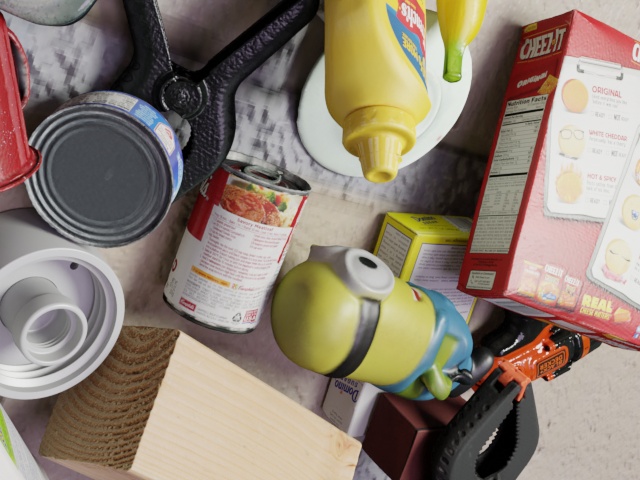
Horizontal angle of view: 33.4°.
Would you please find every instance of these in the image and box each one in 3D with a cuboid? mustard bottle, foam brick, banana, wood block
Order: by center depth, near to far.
[{"bbox_3d":[0.033,-0.121,0.617,0.096,0.058,0.191,51,35,-59],"label":"mustard bottle"},{"bbox_3d":[0.082,-0.195,0.637,0.037,0.069,0.198,-5,129,8],"label":"banana"},{"bbox_3d":[-0.073,0.139,0.718,0.205,0.090,0.090,39,59,-44],"label":"wood block"},{"bbox_3d":[0.081,0.151,0.829,0.078,0.051,0.053,2,116,-38],"label":"foam brick"}]

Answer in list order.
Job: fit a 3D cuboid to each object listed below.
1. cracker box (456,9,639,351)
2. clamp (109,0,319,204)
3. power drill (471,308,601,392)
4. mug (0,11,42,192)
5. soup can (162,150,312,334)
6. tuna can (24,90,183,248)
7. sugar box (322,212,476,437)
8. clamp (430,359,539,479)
[{"bbox_3d":[0.205,-0.039,0.799,0.164,0.072,0.213,19,82,-26],"label":"cracker box"},{"bbox_3d":[-0.071,-0.092,0.625,0.120,0.039,0.171,10,114,-6],"label":"clamp"},{"bbox_3d":[0.204,0.033,0.912,0.184,0.057,0.188,-24,126,-26],"label":"power drill"},{"bbox_3d":[-0.187,-0.076,0.539,0.117,0.093,0.081,-44,137,-54],"label":"mug"},{"bbox_3d":[-0.055,0.001,0.688,0.068,0.069,0.102,9,108,-41],"label":"soup can"},{"bbox_3d":[-0.122,-0.041,0.606,0.086,0.033,0.086,2,115,5],"label":"tuna can"},{"bbox_3d":[0.069,0.067,0.837,0.093,0.048,0.176,3,116,-38],"label":"sugar box"},{"bbox_3d":[0.123,0.188,0.820,0.164,0.036,0.210,6,114,-38],"label":"clamp"}]
